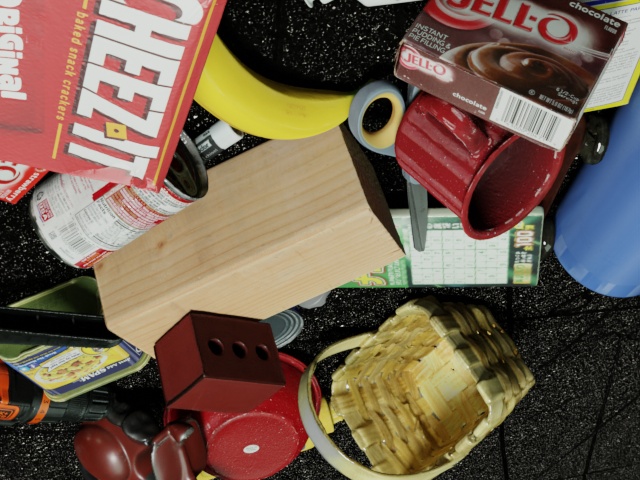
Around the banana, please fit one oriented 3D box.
[{"bbox_3d":[-0.044,-0.104,0.679,0.197,0.037,0.070,16,107,-47],"label":"banana"}]

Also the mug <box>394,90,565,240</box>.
[{"bbox_3d":[0.099,-0.064,0.717,0.093,0.082,0.117,-49,146,6],"label":"mug"}]

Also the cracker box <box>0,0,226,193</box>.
[{"bbox_3d":[-0.161,-0.112,0.512,0.213,0.072,0.164,12,142,-14],"label":"cracker box"}]

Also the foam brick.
[{"bbox_3d":[-0.073,0.091,0.781,0.078,0.053,0.051,11,140,-42],"label":"foam brick"}]

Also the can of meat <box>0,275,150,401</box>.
[{"bbox_3d":[-0.202,0.079,0.869,0.102,0.057,0.084,-23,147,7],"label":"can of meat"}]

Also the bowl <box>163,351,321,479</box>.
[{"bbox_3d":[-0.072,0.185,1.052,0.162,0.055,0.162,-7,125,-10],"label":"bowl"}]

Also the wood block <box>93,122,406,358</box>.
[{"bbox_3d":[-0.055,0.001,0.786,0.206,0.090,0.090,-24,150,11],"label":"wood block"}]

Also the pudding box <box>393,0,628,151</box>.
[{"bbox_3d":[0.113,-0.114,0.637,0.113,0.090,0.039,28,151,9],"label":"pudding box"}]

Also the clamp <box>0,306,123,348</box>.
[{"bbox_3d":[-0.260,0.058,0.790,0.210,0.036,0.164,-29,124,23],"label":"clamp"}]

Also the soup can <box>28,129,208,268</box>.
[{"bbox_3d":[-0.135,-0.033,0.711,0.102,0.068,0.068,-30,147,21],"label":"soup can"}]

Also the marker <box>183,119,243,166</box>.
[{"bbox_3d":[-0.106,-0.049,0.747,0.121,0.020,0.020,-32,147,22],"label":"marker"}]

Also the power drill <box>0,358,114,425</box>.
[{"bbox_3d":[-0.303,0.168,0.962,0.184,0.057,0.188,16,133,-38],"label":"power drill"}]

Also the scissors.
[{"bbox_3d":[0.055,-0.053,0.775,0.096,0.016,0.202,-18,138,-27],"label":"scissors"}]
